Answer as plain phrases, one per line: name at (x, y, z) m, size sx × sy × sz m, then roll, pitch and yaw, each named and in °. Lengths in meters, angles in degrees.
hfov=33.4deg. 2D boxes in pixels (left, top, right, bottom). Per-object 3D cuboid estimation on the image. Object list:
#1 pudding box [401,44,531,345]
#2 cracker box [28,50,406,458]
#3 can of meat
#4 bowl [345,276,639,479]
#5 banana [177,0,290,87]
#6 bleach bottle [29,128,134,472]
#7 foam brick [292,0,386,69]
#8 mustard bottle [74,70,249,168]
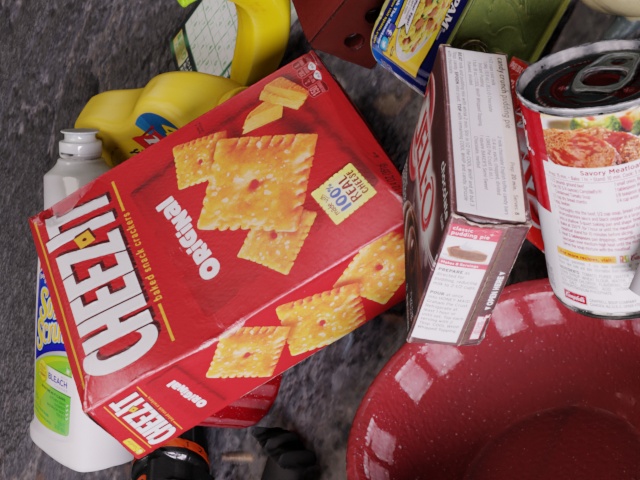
pudding box at (0.064, -0.021, 0.497) m, size 0.090 × 0.039 × 0.113 m, roll 101°, pitch 171°, yaw -48°
cracker box at (-0.054, 0.001, 0.632) m, size 0.213 × 0.072 × 0.164 m, roll -30°, pitch 49°, yaw 2°
can of meat at (0.079, -0.124, 0.589) m, size 0.102 × 0.057 × 0.084 m, roll -63°, pitch 34°, yaw 16°
bowl at (0.094, 0.090, 0.472) m, size 0.162 × 0.055 × 0.162 m, roll -22°, pitch 32°, yaw 15°
banana at (-0.050, -0.148, 0.708) m, size 0.069 × 0.197 × 0.037 m, roll -33°, pitch 76°, yaw 0°
bleach bottle at (-0.181, 0.041, 0.808) m, size 0.103 × 0.067 × 0.251 m, roll 17°, pitch 111°, yaw 50°
foam brick at (0.027, -0.157, 0.671) m, size 0.078 × 0.052 × 0.051 m, roll -47°, pitch 46°, yaw 34°
mustard bottle at (-0.094, -0.078, 0.768) m, size 0.192 × 0.096 × 0.058 m, roll -6°, pitch 49°, yaw 50°
